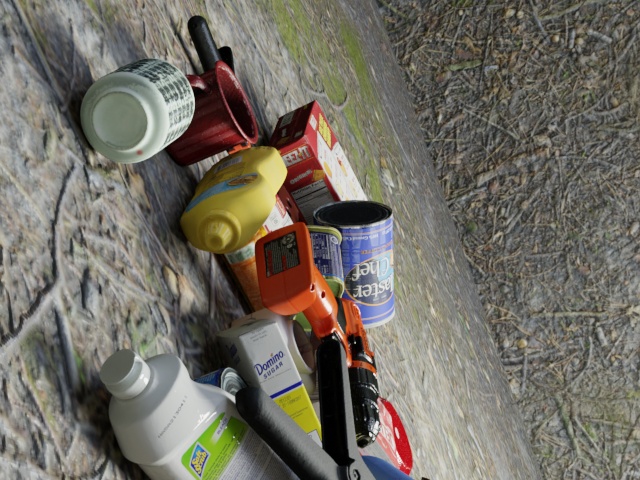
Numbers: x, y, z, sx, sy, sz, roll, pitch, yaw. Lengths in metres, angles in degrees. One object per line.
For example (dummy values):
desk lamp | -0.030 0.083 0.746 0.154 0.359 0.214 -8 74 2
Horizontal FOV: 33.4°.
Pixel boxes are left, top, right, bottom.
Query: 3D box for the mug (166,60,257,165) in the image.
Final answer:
mug | -0.126 -0.132 1.101 0.117 0.081 0.093 42 28 -62

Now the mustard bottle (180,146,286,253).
mustard bottle | -0.089 -0.034 1.054 0.191 0.096 0.058 -78 144 -68

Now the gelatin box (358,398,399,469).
gelatin box | 0.053 0.199 1.149 0.089 0.030 0.073 56 18 -37

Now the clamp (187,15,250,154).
clamp | -0.122 -0.191 1.309 0.120 0.039 0.171 38 33 -63

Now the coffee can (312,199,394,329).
coffee can | 0.043 0.030 1.368 0.102 0.103 0.140 -76 164 -69

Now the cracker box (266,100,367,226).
cracker box | 0.006 -0.067 1.478 0.213 0.072 0.164 61 15 -19

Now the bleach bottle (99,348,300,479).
bleach bottle | -0.079 0.155 0.807 0.250 0.068 0.102 55 53 -41

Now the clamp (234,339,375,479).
clamp | 0.015 0.183 0.850 0.210 0.036 0.164 65 27 -5

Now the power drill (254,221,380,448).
power drill | 0.002 0.088 1.040 0.184 0.057 0.187 -103 167 -49

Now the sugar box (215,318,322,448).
sugar box | -0.036 0.159 0.987 0.176 0.048 0.093 70 -19 -3

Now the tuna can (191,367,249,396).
tuna can | -0.080 0.154 0.919 0.086 0.034 0.086 -22 90 -77

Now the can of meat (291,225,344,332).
can of meat | -0.007 0.048 1.272 0.084 0.057 0.102 -95 -165 -45
